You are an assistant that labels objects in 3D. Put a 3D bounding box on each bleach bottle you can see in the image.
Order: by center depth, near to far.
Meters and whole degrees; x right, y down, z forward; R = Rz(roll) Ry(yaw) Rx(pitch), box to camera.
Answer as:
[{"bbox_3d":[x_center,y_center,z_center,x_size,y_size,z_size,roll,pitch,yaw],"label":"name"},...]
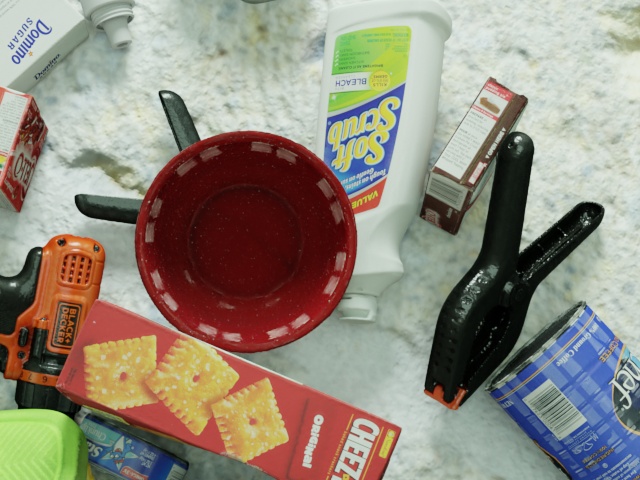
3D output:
[{"bbox_3d":[0.045,-0.060,0.839,0.103,0.068,0.251,-1,78,24],"label":"bleach bottle"}]

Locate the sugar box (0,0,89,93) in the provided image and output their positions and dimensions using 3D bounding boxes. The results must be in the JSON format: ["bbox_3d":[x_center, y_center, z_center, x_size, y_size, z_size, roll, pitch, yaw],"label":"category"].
[{"bbox_3d":[-0.281,-0.201,0.859,0.176,0.048,0.093,45,78,1],"label":"sugar box"}]

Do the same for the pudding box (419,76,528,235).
[{"bbox_3d":[0.117,-0.062,0.829,0.039,0.113,0.090,30,76,7],"label":"pudding box"}]

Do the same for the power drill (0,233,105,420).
[{"bbox_3d":[-0.258,0.075,0.770,0.187,0.057,0.184,11,85,-22],"label":"power drill"}]

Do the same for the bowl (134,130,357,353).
[{"bbox_3d":[-0.055,0.001,0.795,0.162,0.055,0.162,0,90,-5],"label":"bowl"}]

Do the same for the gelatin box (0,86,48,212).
[{"bbox_3d":[-0.235,-0.067,0.811,0.030,0.089,0.073,16,77,-3],"label":"gelatin box"}]

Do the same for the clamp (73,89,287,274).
[{"bbox_3d":[-0.093,-0.038,0.842,0.171,0.039,0.120,29,86,-4],"label":"clamp"}]

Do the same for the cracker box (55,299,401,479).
[{"bbox_3d":[-0.064,0.121,0.747,0.213,0.164,0.072,24,78,1],"label":"cracker box"}]

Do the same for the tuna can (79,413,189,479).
[{"bbox_3d":[-0.139,0.158,0.772,0.086,0.086,0.033,26,75,1],"label":"tuna can"}]

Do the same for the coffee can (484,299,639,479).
[{"bbox_3d":[0.208,0.130,0.800,0.102,0.103,0.140,-41,84,-12],"label":"coffee can"}]

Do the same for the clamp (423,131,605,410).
[{"bbox_3d":[0.135,0.027,0.810,0.036,0.164,0.210,28,83,40],"label":"clamp"}]
